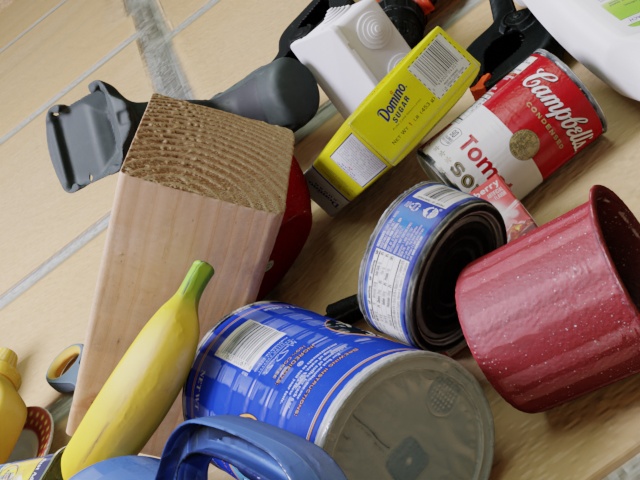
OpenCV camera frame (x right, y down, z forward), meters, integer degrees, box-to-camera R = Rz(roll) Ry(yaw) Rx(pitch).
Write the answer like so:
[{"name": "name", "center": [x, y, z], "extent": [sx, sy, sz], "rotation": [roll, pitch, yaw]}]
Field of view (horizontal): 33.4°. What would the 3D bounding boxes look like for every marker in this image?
[{"name": "marker", "center": [0.054, 0.026, 0.674], "extent": [0.121, 0.020, 0.020], "rotation": [-28, 29, 21]}]

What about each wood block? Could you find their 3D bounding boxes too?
[{"name": "wood block", "center": [-0.087, 0.029, 0.648], "extent": [0.090, 0.090, 0.206], "rotation": [-85, 11, -54]}]

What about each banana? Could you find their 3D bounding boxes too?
[{"name": "banana", "center": [-0.108, 0.098, 0.597], "extent": [0.198, 0.037, 0.069], "rotation": [-54, 0, 34]}]

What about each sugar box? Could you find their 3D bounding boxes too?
[{"name": "sugar box", "center": [0.041, -0.076, 0.741], "extent": [0.093, 0.048, 0.176], "rotation": [-48, 5, -16]}]

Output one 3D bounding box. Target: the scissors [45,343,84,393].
[{"name": "scissors", "center": [-0.192, 0.121, 0.827], "extent": [0.096, 0.016, 0.201], "rotation": [-31, 24, 23]}]

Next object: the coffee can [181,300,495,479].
[{"name": "coffee can", "center": [0.004, 0.093, 0.546], "extent": [0.102, 0.102, 0.141], "rotation": [-48, 29, -17]}]

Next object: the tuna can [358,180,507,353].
[{"name": "tuna can", "center": [0.060, 0.015, 0.554], "extent": [0.034, 0.086, 0.086], "rotation": [24, 65, 38]}]

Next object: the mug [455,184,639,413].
[{"name": "mug", "center": [0.123, 0.029, 0.523], "extent": [0.082, 0.093, 0.117], "rotation": [-30, 5, 28]}]

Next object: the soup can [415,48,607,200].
[{"name": "soup can", "center": [0.119, -0.062, 0.673], "extent": [0.102, 0.068, 0.068], "rotation": [-39, 27, 1]}]

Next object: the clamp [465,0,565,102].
[{"name": "clamp", "center": [0.163, -0.159, 0.797], "extent": [0.120, 0.039, 0.171], "rotation": [-13, 40, 39]}]

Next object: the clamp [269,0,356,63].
[{"name": "clamp", "center": [-0.005, -0.191, 1.049], "extent": [0.165, 0.036, 0.209], "rotation": [-12, 37, 42]}]
